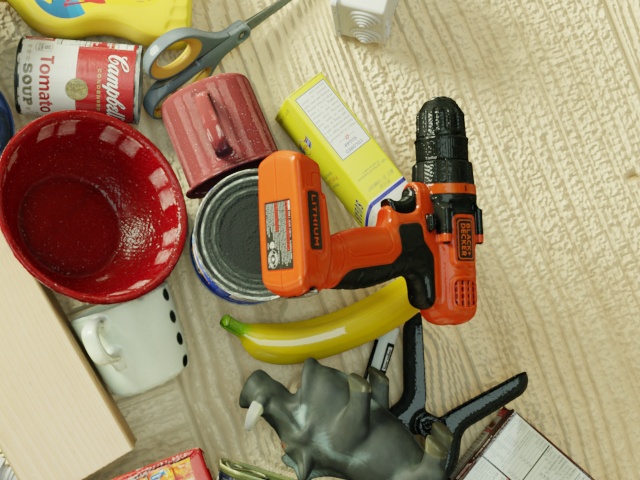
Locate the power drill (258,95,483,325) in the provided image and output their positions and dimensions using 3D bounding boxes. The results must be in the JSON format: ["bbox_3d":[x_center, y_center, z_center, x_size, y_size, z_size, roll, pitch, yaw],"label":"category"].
[{"bbox_3d":[0.045,-0.026,0.814,0.187,0.057,0.184,1,83,-34],"label":"power drill"}]

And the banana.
[{"bbox_3d":[0.016,0.070,0.924,0.198,0.069,0.037,-16,54,-2],"label":"banana"}]

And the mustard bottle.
[{"bbox_3d":[-0.206,-0.220,0.921,0.191,0.058,0.096,4,77,-7],"label":"mustard bottle"}]

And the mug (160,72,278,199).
[{"bbox_3d":[-0.087,-0.092,0.901,0.093,0.117,0.081,-23,84,3],"label":"mug"}]

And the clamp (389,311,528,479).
[{"bbox_3d":[0.089,0.152,0.943,0.120,0.039,0.171,37,84,11],"label":"clamp"}]

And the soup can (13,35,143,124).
[{"bbox_3d":[-0.204,-0.137,0.910,0.102,0.068,0.068,4,85,-7],"label":"soup can"}]

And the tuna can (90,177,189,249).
[{"bbox_3d":[-0.157,-0.010,0.923,0.086,0.034,0.086,1,86,-8],"label":"tuna can"}]

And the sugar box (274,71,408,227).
[{"bbox_3d":[0.033,-0.056,0.924,0.048,0.093,0.176,-36,91,-9],"label":"sugar box"}]

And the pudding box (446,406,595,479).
[{"bbox_3d":[0.181,0.218,0.950,0.113,0.039,0.090,42,81,-5],"label":"pudding box"}]

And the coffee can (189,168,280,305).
[{"bbox_3d":[-0.056,0.001,0.883,0.102,0.140,0.103,1,85,-8],"label":"coffee can"}]

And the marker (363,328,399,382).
[{"bbox_3d":[0.044,0.133,0.947,0.020,0.020,0.121,19,83,-6],"label":"marker"}]

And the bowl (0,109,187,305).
[{"bbox_3d":[-0.190,-0.020,0.855,0.161,0.055,0.162,14,65,-31],"label":"bowl"}]

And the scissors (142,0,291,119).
[{"bbox_3d":[-0.082,-0.185,0.925,0.201,0.096,0.016,-45,68,-6],"label":"scissors"}]

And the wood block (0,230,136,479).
[{"bbox_3d":[-0.241,0.101,0.875,0.090,0.090,0.206,-30,89,-9],"label":"wood block"}]
